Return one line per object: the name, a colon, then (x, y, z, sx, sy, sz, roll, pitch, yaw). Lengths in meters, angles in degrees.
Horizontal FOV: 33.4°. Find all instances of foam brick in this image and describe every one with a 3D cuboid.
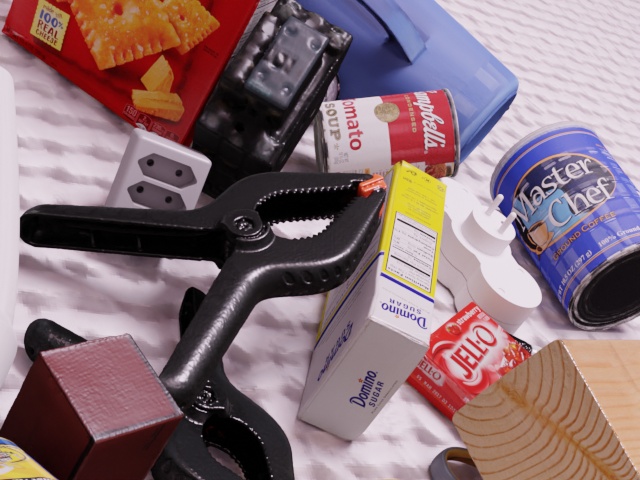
foam brick: (-0.110, 0.091, 0.495, 0.052, 0.078, 0.051, -10, 52, -48)

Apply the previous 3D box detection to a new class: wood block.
wood block: (0.191, 0.120, 0.658, 0.205, 0.090, 0.091, 6, 49, -46)

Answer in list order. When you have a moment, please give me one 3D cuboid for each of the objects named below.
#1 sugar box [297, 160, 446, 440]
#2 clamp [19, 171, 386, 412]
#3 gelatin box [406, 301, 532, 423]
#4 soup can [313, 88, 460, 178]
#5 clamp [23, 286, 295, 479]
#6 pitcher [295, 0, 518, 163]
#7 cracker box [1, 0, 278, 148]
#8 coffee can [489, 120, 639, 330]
sugar box: (0.036, 0.033, 0.672, 0.048, 0.093, 0.176, 26, 35, -10)
clamp: (-0.054, 0.001, 0.604, 0.209, 0.036, 0.165, -28, 52, -34)
gelatin box: (0.103, 0.087, 0.713, 0.073, 0.030, 0.089, 43, 35, 15)
soup can: (0.048, -0.076, 0.807, 0.102, 0.068, 0.068, -6, 43, -4)
clamp: (-0.078, 0.090, 0.558, 0.120, 0.039, 0.172, -8, 44, -35)
pitcher: (0.045, -0.170, 0.899, 0.243, 0.145, 0.149, 41, 38, 8)
cracker box: (-0.107, -0.188, 0.725, 0.164, 0.214, 0.072, 36, 34, 6)
coffee can: (0.213, -0.013, 0.863, 0.102, 0.103, 0.140, 6, 42, -34)
